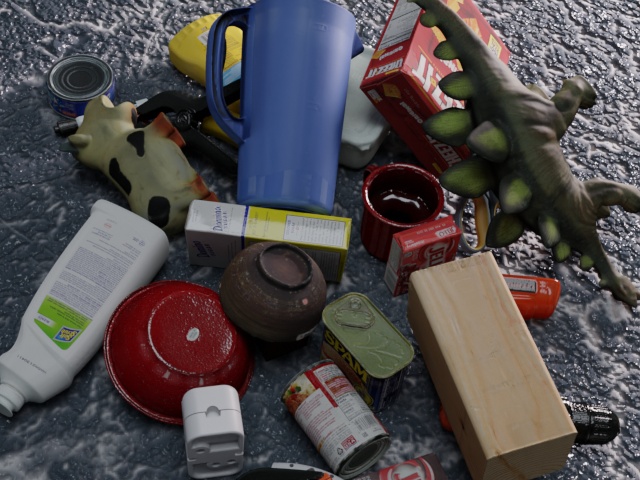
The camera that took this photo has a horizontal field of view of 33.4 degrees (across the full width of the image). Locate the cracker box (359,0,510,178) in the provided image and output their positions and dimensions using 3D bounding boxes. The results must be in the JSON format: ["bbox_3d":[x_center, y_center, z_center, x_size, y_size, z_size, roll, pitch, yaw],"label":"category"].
[{"bbox_3d":[0.148,-0.211,1.316,0.072,0.164,0.213,-17,38,40],"label":"cracker box"}]

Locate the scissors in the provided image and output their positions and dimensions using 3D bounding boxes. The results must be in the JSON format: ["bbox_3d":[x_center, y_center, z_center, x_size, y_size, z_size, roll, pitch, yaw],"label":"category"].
[{"bbox_3d":[0.200,-0.080,1.257,0.096,0.016,0.202,12,78,-21],"label":"scissors"}]

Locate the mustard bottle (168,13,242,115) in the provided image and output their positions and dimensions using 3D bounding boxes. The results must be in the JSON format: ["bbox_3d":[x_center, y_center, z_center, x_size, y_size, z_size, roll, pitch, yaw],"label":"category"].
[{"bbox_3d":[-0.101,-0.208,1.355,0.096,0.058,0.192,-33,62,-25],"label":"mustard bottle"}]

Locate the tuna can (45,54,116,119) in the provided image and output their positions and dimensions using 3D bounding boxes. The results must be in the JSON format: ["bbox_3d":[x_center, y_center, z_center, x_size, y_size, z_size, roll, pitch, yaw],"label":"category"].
[{"bbox_3d":[-0.301,-0.194,1.342,0.086,0.034,0.086,2,53,-3],"label":"tuna can"}]

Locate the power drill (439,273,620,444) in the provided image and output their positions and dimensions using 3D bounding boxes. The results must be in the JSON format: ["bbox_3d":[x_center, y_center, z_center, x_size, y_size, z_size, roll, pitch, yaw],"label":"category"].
[{"bbox_3d":[0.220,0.127,1.131,0.184,0.057,0.187,7,53,0],"label":"power drill"}]

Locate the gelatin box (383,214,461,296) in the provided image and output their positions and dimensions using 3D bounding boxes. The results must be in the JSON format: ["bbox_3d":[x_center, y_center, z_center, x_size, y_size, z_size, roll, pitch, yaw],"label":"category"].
[{"bbox_3d":[0.113,0.018,1.184,0.073,0.089,0.030,-17,56,-17],"label":"gelatin box"}]

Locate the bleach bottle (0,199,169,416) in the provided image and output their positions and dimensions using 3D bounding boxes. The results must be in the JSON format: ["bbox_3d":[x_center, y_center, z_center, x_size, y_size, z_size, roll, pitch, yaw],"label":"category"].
[{"bbox_3d":[-0.266,0.075,1.126,0.103,0.068,0.250,25,57,14],"label":"bleach bottle"}]

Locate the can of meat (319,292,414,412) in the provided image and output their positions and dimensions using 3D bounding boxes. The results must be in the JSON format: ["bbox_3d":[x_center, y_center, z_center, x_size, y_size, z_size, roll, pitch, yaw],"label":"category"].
[{"bbox_3d":[0.045,0.118,1.106,0.057,0.084,0.102,-31,61,-25],"label":"can of meat"}]

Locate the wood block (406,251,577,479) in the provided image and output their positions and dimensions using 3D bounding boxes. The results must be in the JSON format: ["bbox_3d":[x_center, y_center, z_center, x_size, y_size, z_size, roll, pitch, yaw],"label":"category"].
[{"bbox_3d":[0.161,0.126,1.042,0.090,0.091,0.206,-15,57,-8],"label":"wood block"}]

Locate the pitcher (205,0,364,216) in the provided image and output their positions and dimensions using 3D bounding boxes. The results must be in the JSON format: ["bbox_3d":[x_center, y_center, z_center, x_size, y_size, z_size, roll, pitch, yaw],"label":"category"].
[{"bbox_3d":[-0.042,-0.145,1.209,0.149,0.145,0.243,0,77,19],"label":"pitcher"}]

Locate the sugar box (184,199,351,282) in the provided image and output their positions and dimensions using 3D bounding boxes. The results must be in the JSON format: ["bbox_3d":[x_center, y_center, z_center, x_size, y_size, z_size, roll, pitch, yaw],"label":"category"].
[{"bbox_3d":[-0.058,0.001,1.177,0.176,0.093,0.048,10,64,1],"label":"sugar box"}]

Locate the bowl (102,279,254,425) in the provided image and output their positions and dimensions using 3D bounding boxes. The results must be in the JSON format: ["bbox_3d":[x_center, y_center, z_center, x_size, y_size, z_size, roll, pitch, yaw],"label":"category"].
[{"bbox_3d":[-0.137,0.104,1.091,0.162,0.055,0.162,9,61,-17],"label":"bowl"}]

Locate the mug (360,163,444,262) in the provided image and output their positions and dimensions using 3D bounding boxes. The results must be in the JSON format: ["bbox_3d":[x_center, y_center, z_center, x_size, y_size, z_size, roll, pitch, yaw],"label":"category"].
[{"bbox_3d":[0.083,-0.036,1.227,0.093,0.081,0.117,-25,59,-22],"label":"mug"}]

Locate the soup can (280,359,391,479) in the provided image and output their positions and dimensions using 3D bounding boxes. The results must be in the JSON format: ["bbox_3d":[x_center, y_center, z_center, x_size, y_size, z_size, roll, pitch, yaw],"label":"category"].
[{"bbox_3d":[0.016,0.179,1.068,0.068,0.068,0.102,-27,60,-23],"label":"soup can"}]

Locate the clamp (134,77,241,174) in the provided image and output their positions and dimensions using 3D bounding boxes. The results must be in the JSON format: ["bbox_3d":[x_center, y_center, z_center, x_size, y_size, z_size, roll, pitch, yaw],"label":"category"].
[{"bbox_3d":[-0.152,-0.151,1.291,0.172,0.039,0.120,14,77,18],"label":"clamp"}]

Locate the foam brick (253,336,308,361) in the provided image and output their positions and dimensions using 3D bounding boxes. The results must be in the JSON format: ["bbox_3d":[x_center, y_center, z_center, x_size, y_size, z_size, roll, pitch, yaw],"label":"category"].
[{"bbox_3d":[-0.051,0.079,1.147,0.053,0.051,0.078,-20,57,-20],"label":"foam brick"}]

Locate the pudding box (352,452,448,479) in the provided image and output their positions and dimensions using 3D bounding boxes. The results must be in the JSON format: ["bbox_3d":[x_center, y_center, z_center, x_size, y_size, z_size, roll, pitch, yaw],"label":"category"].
[{"bbox_3d":[0.091,0.269,1.024,0.090,0.039,0.113,-15,56,-16],"label":"pudding box"}]

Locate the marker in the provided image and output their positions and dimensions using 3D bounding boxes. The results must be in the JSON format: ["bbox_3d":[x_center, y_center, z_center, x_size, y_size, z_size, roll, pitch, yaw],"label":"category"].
[{"bbox_3d":[-0.271,-0.152,1.323,0.121,0.020,0.020,-18,57,-17],"label":"marker"}]

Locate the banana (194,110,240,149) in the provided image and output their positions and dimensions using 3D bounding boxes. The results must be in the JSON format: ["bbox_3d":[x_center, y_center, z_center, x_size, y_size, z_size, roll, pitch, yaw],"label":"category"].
[{"bbox_3d":[-0.089,-0.111,1.297,0.069,0.037,0.198,-29,60,-24],"label":"banana"}]
